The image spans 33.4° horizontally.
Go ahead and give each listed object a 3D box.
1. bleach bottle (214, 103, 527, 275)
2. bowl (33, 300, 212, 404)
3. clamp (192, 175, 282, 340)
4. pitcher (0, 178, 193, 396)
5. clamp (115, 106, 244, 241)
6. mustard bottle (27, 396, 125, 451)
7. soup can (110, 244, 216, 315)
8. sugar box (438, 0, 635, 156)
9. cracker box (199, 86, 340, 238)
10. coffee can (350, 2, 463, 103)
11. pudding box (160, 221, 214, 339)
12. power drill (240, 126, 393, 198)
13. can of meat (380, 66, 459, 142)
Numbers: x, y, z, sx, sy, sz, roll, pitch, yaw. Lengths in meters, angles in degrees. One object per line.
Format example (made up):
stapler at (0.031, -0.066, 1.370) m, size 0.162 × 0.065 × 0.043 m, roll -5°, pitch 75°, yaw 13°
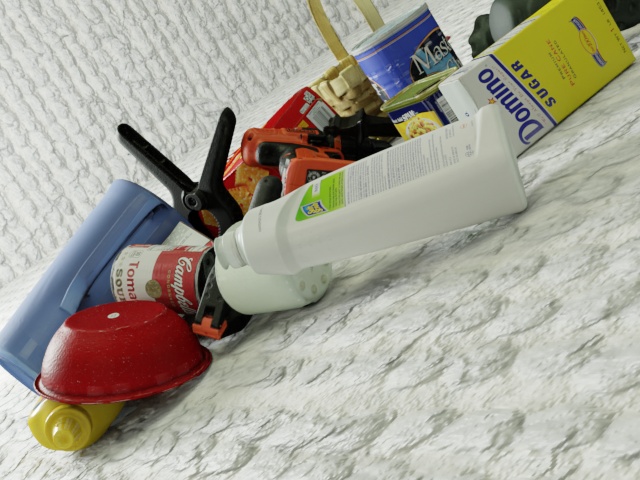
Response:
bleach bottle at (0.035, -0.030, 0.862) m, size 0.251 × 0.068 × 0.102 m, roll -17°, pitch 28°, yaw 13°
bowl at (-0.181, 0.093, 0.964) m, size 0.162 × 0.055 × 0.162 m, roll -6°, pitch 13°, yaw 1°
clamp at (-0.069, 0.020, 1.006) m, size 0.039 × 0.120 × 0.171 m, roll 4°, pitch 34°, yaw 23°
pitcher at (-0.247, 0.056, 1.173) m, size 0.145 × 0.149 × 0.242 m, roll 14°, pitch 60°, yaw 44°
clamp at (-0.136, -0.059, 1.255) m, size 0.165 × 0.210 × 0.036 m, roll -11°, pitch 23°, yaw 33°
mustard bottle at (-0.226, 0.150, 1.004) m, size 0.096 × 0.058 × 0.191 m, roll -26°, pitch 13°, yaw 2°
soup can at (-0.142, 0.038, 1.028) m, size 0.102 × 0.068 × 0.068 m, roll 1°, pitch 29°, yaw 28°
sugar box at (0.203, -0.156, 0.992) m, size 0.176 × 0.093 × 0.048 m, roll -39°, pitch 13°, yaw -20°
cracker box at (-0.087, -0.086, 1.369) m, size 0.214 × 0.072 × 0.164 m, roll -36°, pitch 15°, yaw 43°
coffee can at (0.115, -0.189, 1.238) m, size 0.103 × 0.140 × 0.103 m, roll -32°, pitch 12°, yaw 7°
pudding box at (-0.135, 0.039, 1.103) m, size 0.090 × 0.039 × 0.114 m, roll -51°, pitch 42°, yaw -10°
power drill at (0.013, -0.080, 1.167) m, size 0.184 × 0.057 × 0.188 m, roll 2°, pitch 16°, yaw -12°
can of meat at (0.121, -0.122, 1.095) m, size 0.057 × 0.084 × 0.102 m, roll -39°, pitch 13°, yaw -23°
